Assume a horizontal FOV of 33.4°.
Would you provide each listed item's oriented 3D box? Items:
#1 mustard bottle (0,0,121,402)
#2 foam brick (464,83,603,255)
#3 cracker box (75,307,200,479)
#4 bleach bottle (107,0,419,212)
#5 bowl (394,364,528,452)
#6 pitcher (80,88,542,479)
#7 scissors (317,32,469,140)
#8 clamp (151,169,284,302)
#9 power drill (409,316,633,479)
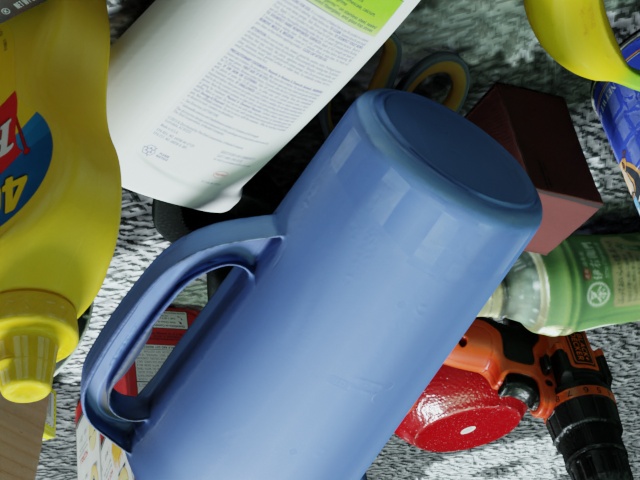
[{"bbox_3d":[-0.126,-0.022,0.447,0.096,0.191,0.058,-29,144,25],"label":"mustard bottle"},{"bbox_3d":[0.115,-0.041,0.606,0.052,0.078,0.051,10,142,-28],"label":"foam brick"},{"bbox_3d":[-0.117,0.177,0.737,0.072,0.214,0.164,4,144,-24],"label":"cracker box"},{"bbox_3d":[-0.001,-0.111,0.474,0.251,0.068,0.102,-38,148,29],"label":"bleach bottle"},{"bbox_3d":[0.117,0.135,0.900,0.162,0.055,0.162,-9,148,-6],"label":"bowl"},{"bbox_3d":[-0.004,0.041,0.556,0.243,0.145,0.149,-56,162,26],"label":"pitcher"},{"bbox_3d":[0.026,-0.032,0.600,0.096,0.016,0.202,-8,132,-22],"label":"scissors"},{"bbox_3d":[-0.054,0.001,0.646,0.120,0.039,0.171,-25,136,25],"label":"clamp"},{"bbox_3d":[0.119,0.101,0.746,0.187,0.184,0.057,11,130,-18],"label":"power drill"}]
